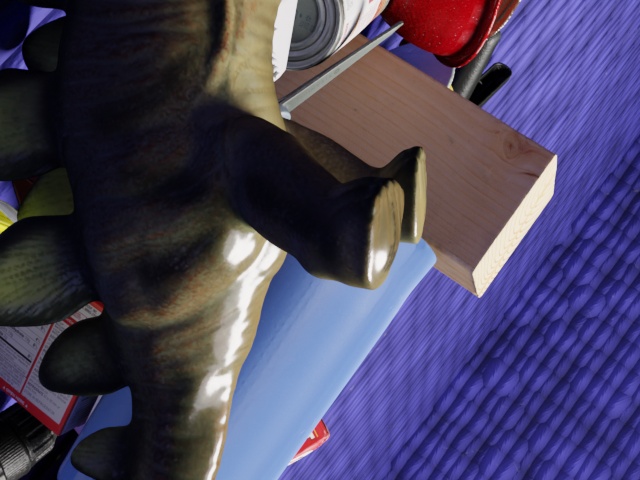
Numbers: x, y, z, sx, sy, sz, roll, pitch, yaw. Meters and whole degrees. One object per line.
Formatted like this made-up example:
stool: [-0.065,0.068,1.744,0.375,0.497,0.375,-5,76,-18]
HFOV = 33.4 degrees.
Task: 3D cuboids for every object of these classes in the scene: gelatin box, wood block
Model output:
gelatin box: [-0.156,0.057,0.628,0.089,0.073,0.030,-61,163,18]
wood block: [0.044,-0.063,0.709,0.091,0.206,0.090,-54,163,-5]

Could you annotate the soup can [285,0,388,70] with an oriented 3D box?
soup can: [-0.003,-0.145,0.627,0.069,0.068,0.102,-65,173,32]

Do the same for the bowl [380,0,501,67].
bowl: [0.067,-0.194,0.693,0.055,0.162,0.162,-1,141,-14]

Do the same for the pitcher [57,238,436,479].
pitcher: [-0.046,0.074,0.651,0.149,0.145,0.243,38,82,-33]
